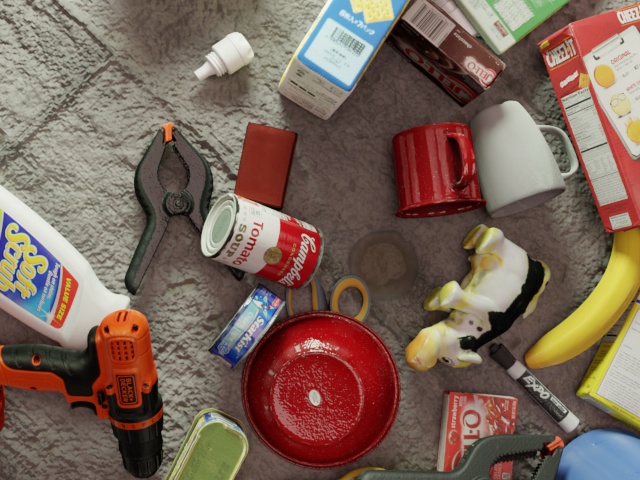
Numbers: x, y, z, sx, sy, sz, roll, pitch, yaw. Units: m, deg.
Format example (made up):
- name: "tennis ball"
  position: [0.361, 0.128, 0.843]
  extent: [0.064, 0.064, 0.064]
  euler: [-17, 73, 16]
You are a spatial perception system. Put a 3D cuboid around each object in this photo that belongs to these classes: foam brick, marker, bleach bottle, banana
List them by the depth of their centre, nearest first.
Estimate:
- name: "bleach bottle"
  position: [-0.273, 0.028, 1.036]
  extent: [0.250, 0.068, 0.102]
  euler: [35, 86, -6]
- name: "foam brick"
  position: [-0.057, -0.073, 1.073]
  extent: [0.051, 0.053, 0.078]
  euler: [12, 84, -7]
- name: "banana"
  position: [0.288, 0.058, 1.110]
  extent: [0.037, 0.070, 0.197]
  euler: [40, 79, -42]
- name: "marker"
  position: [0.221, 0.152, 1.111]
  extent: [0.121, 0.020, 0.020]
  euler: [45, 83, -3]

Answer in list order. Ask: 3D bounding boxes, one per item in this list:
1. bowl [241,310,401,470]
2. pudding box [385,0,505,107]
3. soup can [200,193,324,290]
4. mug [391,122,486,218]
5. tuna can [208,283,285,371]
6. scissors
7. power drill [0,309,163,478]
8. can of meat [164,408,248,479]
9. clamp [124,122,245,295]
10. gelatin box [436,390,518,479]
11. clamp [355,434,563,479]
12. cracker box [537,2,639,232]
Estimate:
- name: "bowl"
  position: [-0.001, 0.151, 1.051]
  extent: [0.162, 0.055, 0.162]
  euler: [0, 91, 4]
- name: "pudding box"
  position: [0.125, -0.190, 1.083]
  extent: [0.113, 0.090, 0.039]
  euler: [42, 81, -3]
- name: "soup can"
  position: [-0.057, 0.001, 1.043]
  extent: [0.102, 0.069, 0.068]
  euler: [22, 84, -29]
- name: "mug"
  position: [0.120, -0.072, 1.065]
  extent: [0.093, 0.117, 0.081]
  euler: [-4, 82, -19]
- name: "tuna can"
  position: [-0.072, 0.084, 1.045]
  extent: [0.034, 0.086, 0.086]
  euler: [37, 83, -2]
- name: "scissors"
  position: [0.022, 0.123, 1.090]
  extent: [0.096, 0.016, 0.202]
  euler: [-18, 89, -7]
- name: "power drill"
  position: [-0.244, 0.152, 1.016]
  extent: [0.187, 0.057, 0.184]
  euler: [-3, 116, -1]
- name: "can of meat"
  position: [-0.111, 0.218, 1.034]
  extent: [0.057, 0.084, 0.102]
  euler: [27, 84, -5]
- name: "clamp"
  position: [-0.152, -0.028, 1.064]
  extent: [0.120, 0.039, 0.171]
  euler: [-16, 89, -20]
- name: "gelatin box"
  position: [0.161, 0.202, 1.095]
  extent: [0.073, 0.030, 0.089]
  euler: [7, 86, -7]
- name: "clamp"
  position: [0.158, 0.259, 1.032]
  extent: [0.209, 0.036, 0.165]
  euler: [-21, 66, -20]
- name: "cracker box"
  position: [0.337, -0.132, 1.102]
  extent: [0.164, 0.072, 0.214]
  euler: [-19, 88, -23]
